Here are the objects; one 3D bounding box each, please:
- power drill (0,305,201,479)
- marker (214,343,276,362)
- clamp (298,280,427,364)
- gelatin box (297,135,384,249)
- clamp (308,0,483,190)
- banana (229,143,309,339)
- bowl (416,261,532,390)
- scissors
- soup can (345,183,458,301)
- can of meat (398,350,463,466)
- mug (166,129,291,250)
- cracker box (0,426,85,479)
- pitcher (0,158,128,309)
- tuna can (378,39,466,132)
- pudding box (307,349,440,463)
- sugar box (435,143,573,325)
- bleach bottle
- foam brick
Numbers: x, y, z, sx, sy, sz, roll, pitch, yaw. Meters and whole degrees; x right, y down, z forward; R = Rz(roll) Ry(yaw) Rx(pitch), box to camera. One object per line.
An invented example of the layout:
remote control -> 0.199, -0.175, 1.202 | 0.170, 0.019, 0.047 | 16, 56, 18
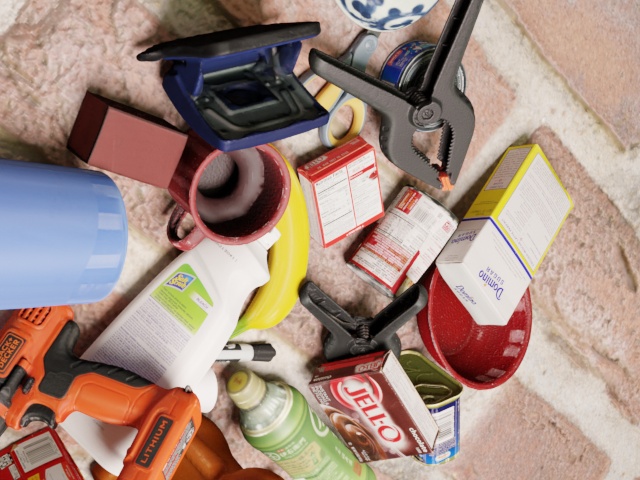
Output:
power drill -> -0.204, 0.147, 0.852 | 0.184, 0.188, 0.057 | -61, 169, -23
marker -> -0.095, 0.108, 1.021 | 0.120, 0.020, 0.020 | 4, 107, -34
clamp -> 0.051, 0.091, 1.054 | 0.171, 0.120, 0.039 | 73, 22, -53
gelatin box -> 0.020, -0.046, 1.017 | 0.073, 0.030, 0.089 | -30, 135, -20
clamp -> 0.099, -0.133, 0.979 | 0.164, 0.036, 0.210 | -29, 132, 4
banana -> -0.042, 0.004, 1.002 | 0.069, 0.037, 0.198 | -2, 110, -33
bowl -> 0.152, 0.076, 1.126 | 0.161, 0.055, 0.162 | 5, 82, -40
scissors -> 0.047, -0.165, 1.002 | 0.201, 0.016, 0.096 | -44, 128, -10
soup can -> 0.082, 0.003, 1.062 | 0.068, 0.069, 0.102 | 40, 85, -38
can of meat -> 0.105, 0.178, 1.130 | 0.057, 0.102, 0.084 | -18, 120, -27
mug -> -0.091, -0.043, 0.920 | 0.093, 0.082, 0.117 | 36, 90, -35
cracker box -> -0.209, 0.295, 0.935 | 0.072, 0.164, 0.214 | -25, 121, -20
pitcher -> -0.278, 0.001, 0.801 | 0.242, 0.149, 0.145 | 2, 92, -37
tuna can -> 0.099, -0.148, 1.031 | 0.086, 0.034, 0.086 | -13, 116, -28
pudding box -> 0.054, 0.167, 1.062 | 0.113, 0.090, 0.039 | 56, 39, -23
sugar box -> 0.192, -0.007, 1.102 | 0.093, 0.048, 0.176 | 52, 59, -25
bleach bottle -> -0.123, 0.082, 0.943 | 0.250, 0.103, 0.068 | -48, 164, -8
foam brick -> -0.159, -0.082, 0.880 | 0.078, 0.053, 0.051 | 18, 99, -37
